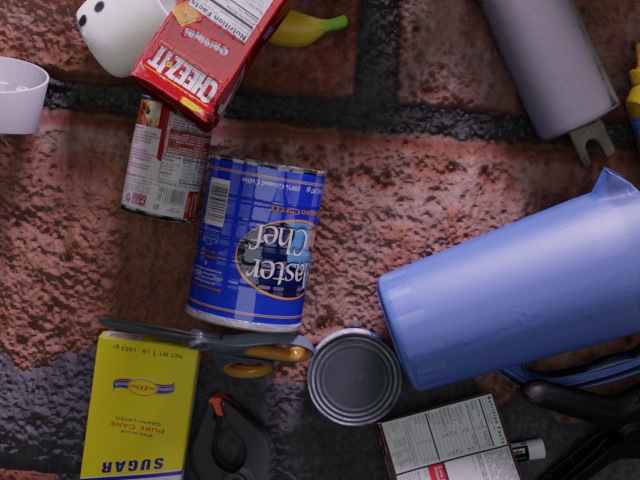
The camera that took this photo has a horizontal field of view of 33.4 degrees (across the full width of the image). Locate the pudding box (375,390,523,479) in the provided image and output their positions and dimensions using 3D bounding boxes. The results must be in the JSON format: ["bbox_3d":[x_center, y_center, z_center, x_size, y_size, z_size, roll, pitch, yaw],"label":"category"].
[{"bbox_3d":[0.115,0.194,0.962,0.113,0.039,0.090,-14,68,-4],"label":"pudding box"}]

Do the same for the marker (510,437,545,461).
[{"bbox_3d":[0.147,0.201,0.989,0.121,0.020,0.020,-9,95,0],"label":"marker"}]

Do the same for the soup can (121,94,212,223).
[{"bbox_3d":[-0.134,-0.071,0.939,0.068,0.068,0.102,12,95,-2],"label":"soup can"}]

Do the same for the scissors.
[{"bbox_3d":[-0.104,0.094,0.921,0.201,0.096,0.016,7,59,-25],"label":"scissors"}]

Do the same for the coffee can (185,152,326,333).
[{"bbox_3d":[-0.056,0.001,0.928,0.103,0.103,0.140,10,94,-2],"label":"coffee can"}]

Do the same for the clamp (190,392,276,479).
[{"bbox_3d":[-0.064,0.223,0.978,0.120,0.039,0.171,-6,95,-2],"label":"clamp"}]

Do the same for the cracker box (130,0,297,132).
[{"bbox_3d":[-0.054,-0.189,0.820,0.072,0.164,0.214,33,90,-6],"label":"cracker box"}]

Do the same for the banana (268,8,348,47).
[{"bbox_3d":[-0.068,-0.234,0.943,0.198,0.037,0.069,43,90,-3],"label":"banana"}]

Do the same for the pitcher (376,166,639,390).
[{"bbox_3d":[0.181,0.054,0.929,0.243,0.145,0.149,-19,65,4],"label":"pitcher"}]

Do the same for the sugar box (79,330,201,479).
[{"bbox_3d":[-0.165,0.175,0.970,0.093,0.048,0.176,8,93,-2],"label":"sugar box"}]

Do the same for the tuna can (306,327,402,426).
[{"bbox_3d":[0.030,0.124,0.974,0.086,0.034,0.086,0,95,-1],"label":"tuna can"}]

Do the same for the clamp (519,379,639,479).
[{"bbox_3d":[0.269,0.175,0.964,0.209,0.036,0.165,-8,127,-12],"label":"clamp"}]
